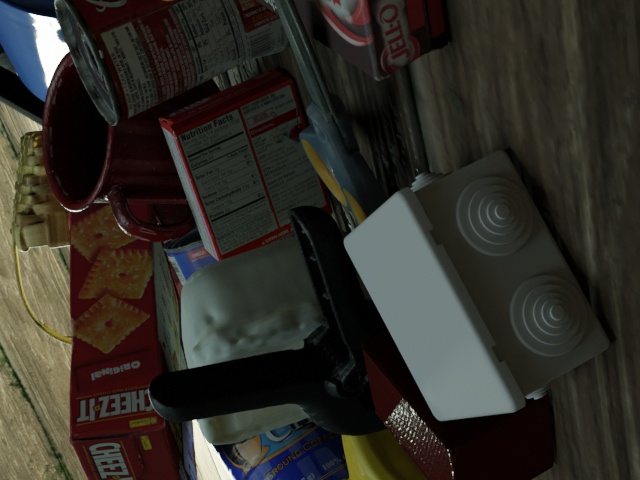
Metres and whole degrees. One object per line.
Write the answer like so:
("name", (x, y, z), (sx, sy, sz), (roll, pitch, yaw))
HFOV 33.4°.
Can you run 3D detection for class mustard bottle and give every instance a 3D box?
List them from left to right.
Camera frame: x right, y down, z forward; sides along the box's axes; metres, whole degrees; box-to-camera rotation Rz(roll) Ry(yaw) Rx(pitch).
("mustard bottle", (0.055, 0.168, 0.644), (0.096, 0.058, 0.191), (42, 156, 27))

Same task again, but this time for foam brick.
("foam brick", (0.062, 0.075, 0.490), (0.078, 0.053, 0.051), (47, 157, 44))

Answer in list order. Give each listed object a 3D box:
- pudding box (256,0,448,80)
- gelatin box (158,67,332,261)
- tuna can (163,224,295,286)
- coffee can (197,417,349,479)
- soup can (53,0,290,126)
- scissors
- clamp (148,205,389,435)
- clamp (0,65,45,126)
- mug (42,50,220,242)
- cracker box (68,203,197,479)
("pudding box", (-0.001, -0.124, 0.405), (0.114, 0.039, 0.090), (45, 156, 47))
("gelatin box", (-0.041, -0.041, 0.593), (0.030, 0.073, 0.089), (37, 149, 57))
("tuna can", (-0.054, 0.001, 0.679), (0.034, 0.086, 0.086), (65, 164, -11))
("coffee can", (-0.021, 0.143, 0.763), (0.140, 0.102, 0.103), (53, 161, 33))
("soup can", (-0.071, -0.108, 0.534), (0.068, 0.102, 0.068), (55, 162, 27))
("scissors", (-0.002, -0.058, 0.477), (0.096, 0.016, 0.201), (51, 172, 47))
("clamp", (0.000, 0.062, 0.523), (0.171, 0.120, 0.039), (40, -165, -43))
("clamp", (-0.170, -0.084, 0.918), (0.165, 0.036, 0.210), (5, 156, 20))
("mug", (-0.103, -0.052, 0.620), (0.093, 0.081, 0.117), (-45, 56, 43))
("cracker box", (-0.142, 0.098, 0.805), (0.164, 0.072, 0.214), (84, 176, -48))
